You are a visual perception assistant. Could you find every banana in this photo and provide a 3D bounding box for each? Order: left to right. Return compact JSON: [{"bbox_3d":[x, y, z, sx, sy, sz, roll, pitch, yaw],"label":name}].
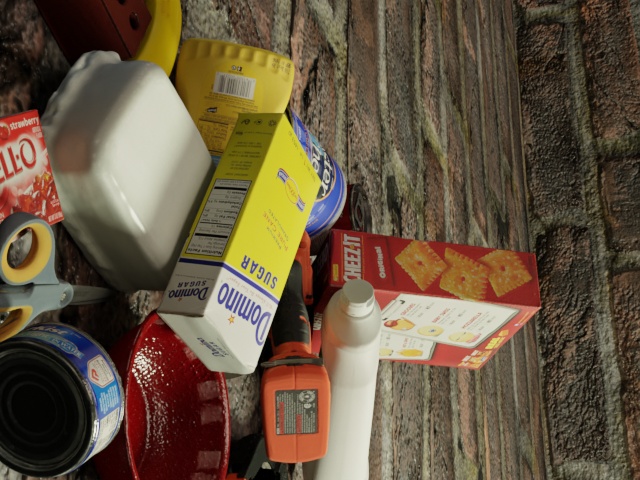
[{"bbox_3d":[-0.143,-0.158,0.852,0.069,0.037,0.197,35,45,-40],"label":"banana"}]

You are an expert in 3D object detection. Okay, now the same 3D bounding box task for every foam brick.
[{"bbox_3d":[-0.164,-0.170,0.763,0.053,0.051,0.078,-78,153,-44],"label":"foam brick"}]

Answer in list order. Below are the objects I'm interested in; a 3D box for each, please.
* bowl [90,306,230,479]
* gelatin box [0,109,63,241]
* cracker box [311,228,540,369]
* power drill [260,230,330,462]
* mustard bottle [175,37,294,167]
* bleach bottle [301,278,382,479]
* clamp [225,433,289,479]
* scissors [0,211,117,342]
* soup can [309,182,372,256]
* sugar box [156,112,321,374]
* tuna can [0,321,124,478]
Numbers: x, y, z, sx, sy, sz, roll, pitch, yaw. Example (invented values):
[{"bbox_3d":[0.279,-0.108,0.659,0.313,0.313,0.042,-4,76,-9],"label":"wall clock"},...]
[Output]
[{"bbox_3d":[-0.121,0.127,0.760,0.162,0.055,0.162,-8,90,-71],"label":"bowl"},{"bbox_3d":[-0.196,-0.036,0.647,0.089,0.030,0.073,-41,121,-69],"label":"gelatin box"},{"bbox_3d":[0.092,0.063,1.090,0.164,0.213,0.072,117,-23,-58],"label":"cracker box"},{"bbox_3d":[-0.028,0.104,0.952,0.187,0.057,0.184,-100,-174,-54],"label":"power drill"},{"bbox_3d":[-0.083,-0.064,0.878,0.058,0.096,0.191,162,-62,-79],"label":"mustard bottle"},{"bbox_3d":[0.023,0.137,1.016,0.251,0.068,0.102,97,-9,-45],"label":"bleach bottle"},{"bbox_3d":[-0.045,0.224,0.975,0.171,0.039,0.120,-11,88,-68],"label":"clamp"},{"bbox_3d":[-0.167,0.018,0.679,0.096,0.016,0.201,-70,167,17],"label":"scissors"},{"bbox_3d":[-0.005,-0.018,1.090,0.068,0.102,0.068,-8,90,-71],"label":"soup can"},{"bbox_3d":[-0.055,0.001,0.790,0.093,0.048,0.176,58,41,-51],"label":"sugar box"},{"bbox_3d":[-0.159,0.093,0.616,0.033,0.086,0.086,-33,114,-68],"label":"tuna can"}]
